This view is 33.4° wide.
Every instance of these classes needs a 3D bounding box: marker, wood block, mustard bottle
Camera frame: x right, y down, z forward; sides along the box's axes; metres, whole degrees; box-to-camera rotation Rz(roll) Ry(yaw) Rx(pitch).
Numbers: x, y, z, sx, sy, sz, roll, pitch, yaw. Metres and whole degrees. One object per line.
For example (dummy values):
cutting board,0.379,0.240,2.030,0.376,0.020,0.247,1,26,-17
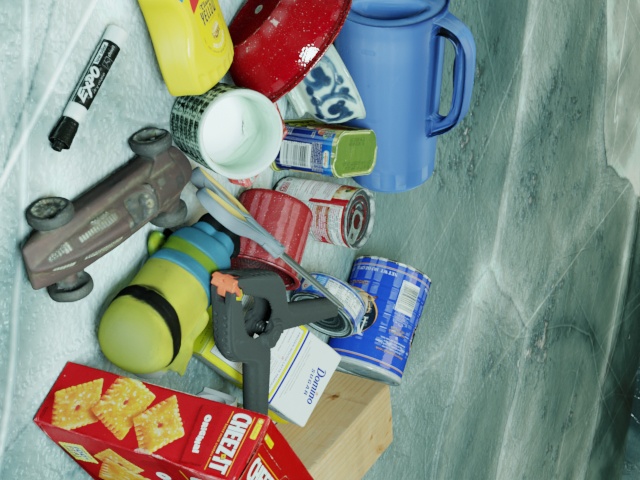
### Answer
marker,-0.194,-0.126,0.891,0.020,0.020,0.121,52,55,-54
wood block,0.000,0.253,1.292,0.205,0.091,0.090,-39,131,-49
mustard bottle,-0.129,-0.229,0.930,0.096,0.058,0.191,-68,151,-46

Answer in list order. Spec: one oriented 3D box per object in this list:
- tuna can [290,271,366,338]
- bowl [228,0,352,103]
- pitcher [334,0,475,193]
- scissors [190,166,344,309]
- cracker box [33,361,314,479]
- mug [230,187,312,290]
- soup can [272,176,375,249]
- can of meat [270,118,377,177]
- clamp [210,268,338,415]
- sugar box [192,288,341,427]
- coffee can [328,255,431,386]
tuna can,0.008,0.076,1.252,0.033,0.086,0.086,-58,145,-30
bowl,-0.042,-0.206,1.033,0.055,0.162,0.162,37,64,-26
pitcher,0.089,-0.174,1.233,0.149,0.145,0.243,-105,-171,-49
scissors,-0.052,0.004,1.016,0.016,0.201,0.096,-46,-177,9
cracker box,-0.119,0.194,0.933,0.072,0.214,0.164,-62,147,-27
mug,-0.057,0.001,1.120,0.117,0.093,0.081,113,-7,-71
soup can,0.001,-0.032,1.183,0.068,0.102,0.068,-28,123,-55
can of meat,0.005,-0.102,1.186,0.101,0.084,0.057,-13,111,-58
clamp,-0.050,0.081,1.050,0.164,0.036,0.210,-55,147,-24
sugar box,-0.060,0.118,1.135,0.176,0.048,0.093,45,69,-41
coffee can,0.073,0.102,1.357,0.102,0.103,0.140,42,63,-57
